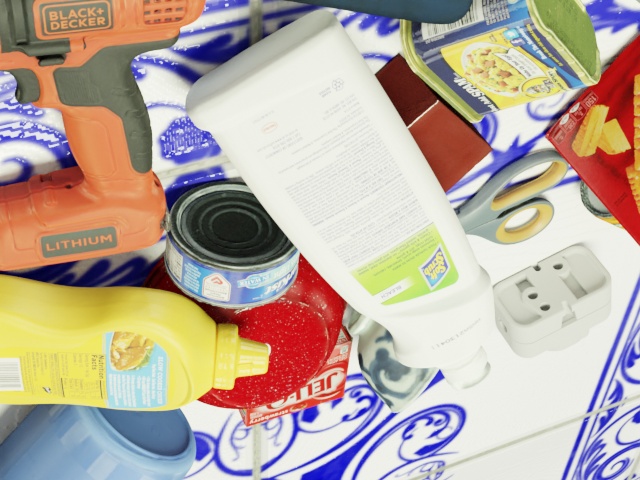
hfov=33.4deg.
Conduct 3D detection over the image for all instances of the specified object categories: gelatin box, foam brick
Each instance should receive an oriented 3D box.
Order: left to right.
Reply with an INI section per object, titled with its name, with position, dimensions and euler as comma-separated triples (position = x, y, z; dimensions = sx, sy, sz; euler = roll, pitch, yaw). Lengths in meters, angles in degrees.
[gelatin box]
position = -0.021, 0.105, 0.845
dimensions = 0.089, 0.030, 0.073
euler = -14, 138, -19
[foam brick]
position = 0.063, -0.073, 0.691
dimensions = 0.051, 0.053, 0.078
euler = -43, 141, 15

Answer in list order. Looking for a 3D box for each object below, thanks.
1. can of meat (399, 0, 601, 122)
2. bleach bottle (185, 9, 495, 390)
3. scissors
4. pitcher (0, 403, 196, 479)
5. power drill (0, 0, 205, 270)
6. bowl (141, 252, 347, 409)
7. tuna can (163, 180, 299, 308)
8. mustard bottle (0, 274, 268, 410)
[can of meat]
position = 0.109, -0.120, 0.636
dimensions = 0.084, 0.057, 0.102
euler = -13, 152, 34
[bleach bottle]
position = 0.028, -0.006, 0.639
dimensions = 0.102, 0.068, 0.250
euler = -29, 113, 8
[scissors]
position = 0.104, -0.002, 0.821
dimensions = 0.202, 0.016, 0.096
euler = -31, 141, 1
[pitcher]
position = -0.195, 0.202, 0.774
dimensions = 0.145, 0.149, 0.243
euler = 35, 108, -22
[power drill]
position = -0.151, -0.068, 0.555
dimensions = 0.184, 0.057, 0.188
euler = -8, 138, -14
[bowl]
position = -0.046, 0.063, 0.740
dimensions = 0.162, 0.055, 0.162
euler = -11, 125, -17
[tuna can]
position = -0.054, 0.001, 0.668
dimensions = 0.086, 0.086, 0.034
euler = -11, 136, -23
[mustard bottle]
position = -0.128, 0.067, 0.662
dimensions = 0.191, 0.058, 0.096
euler = 5, 135, -5
